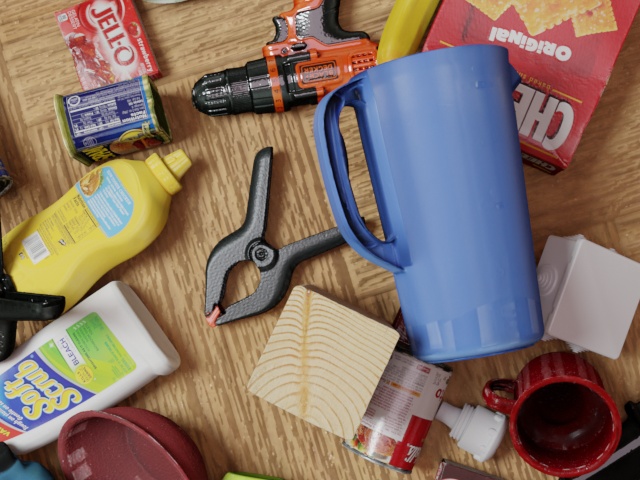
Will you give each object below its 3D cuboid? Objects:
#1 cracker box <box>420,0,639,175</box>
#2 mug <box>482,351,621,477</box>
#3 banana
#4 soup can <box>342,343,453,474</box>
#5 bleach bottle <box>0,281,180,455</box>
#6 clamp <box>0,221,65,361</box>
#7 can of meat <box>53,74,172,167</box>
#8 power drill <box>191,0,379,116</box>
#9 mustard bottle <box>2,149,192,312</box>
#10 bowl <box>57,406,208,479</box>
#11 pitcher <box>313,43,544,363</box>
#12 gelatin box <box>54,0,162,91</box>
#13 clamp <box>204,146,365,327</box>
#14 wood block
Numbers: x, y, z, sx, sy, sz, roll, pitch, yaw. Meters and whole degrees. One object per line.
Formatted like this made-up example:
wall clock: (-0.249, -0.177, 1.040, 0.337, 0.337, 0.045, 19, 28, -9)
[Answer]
cracker box: (0.187, -0.190, 0.966, 0.164, 0.072, 0.214, 24, 89, 3)
mug: (0.200, 0.146, 0.941, 0.117, 0.081, 0.093, 11, 106, 6)
banana: (0.088, -0.218, 0.963, 0.037, 0.070, 0.197, 24, 72, 3)
soup can: (0.070, 0.149, 0.959, 0.068, 0.068, 0.102, 23, 88, 2)
bleach bottle: (-0.257, 0.147, 0.972, 0.251, 0.068, 0.102, -37, 85, 2)
clamp: (-0.288, 0.035, 0.927, 0.036, 0.210, 0.164, -12, 68, -38)
can of meat: (-0.184, -0.108, 0.960, 0.084, 0.102, 0.057, -15, 87, -1)
power drill: (-0.039, -0.212, 0.982, 0.184, 0.057, 0.187, -10, 90, -3)
mustard bottle: (-0.197, -0.019, 0.970, 0.191, 0.058, 0.096, -38, 53, -1)
bowl: (-0.154, 0.204, 0.946, 0.162, 0.055, 0.162, 18, 126, 25)
pitcher: (0.097, -0.027, 0.859, 0.149, 0.144, 0.243, -11, 86, 22)
gelatin box: (-0.198, -0.183, 0.997, 0.073, 0.030, 0.089, -20, 88, 0)
clamp: (-0.056, 0.001, 0.983, 0.171, 0.039, 0.120, -44, 81, 0)
wood block: (0.004, 0.094, 0.894, 0.090, 0.206, 0.091, 25, 89, 2)
